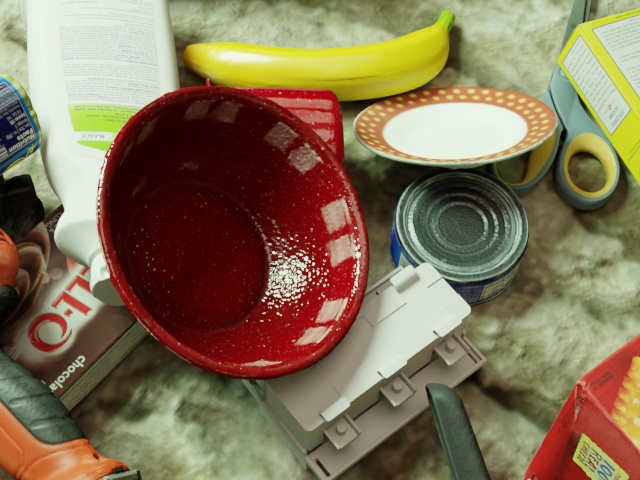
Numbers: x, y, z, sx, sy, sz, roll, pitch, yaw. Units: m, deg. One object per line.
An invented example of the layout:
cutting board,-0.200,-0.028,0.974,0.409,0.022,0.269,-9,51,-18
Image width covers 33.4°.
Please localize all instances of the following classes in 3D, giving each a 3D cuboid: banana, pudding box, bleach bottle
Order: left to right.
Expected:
pudding box,-0.153,0.041,0.637,0.090,0.039,0.113,35,65,16
bleach bottle,-0.136,-0.070,0.659,0.102,0.068,0.251,-1,51,-12
banana,0.007,-0.121,0.736,0.197,0.037,0.070,-8,34,-9

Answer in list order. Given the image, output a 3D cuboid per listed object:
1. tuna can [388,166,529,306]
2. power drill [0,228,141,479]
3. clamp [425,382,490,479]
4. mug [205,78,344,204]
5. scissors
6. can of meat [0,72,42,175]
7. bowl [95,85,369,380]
tuna can,0.087,-0.004,0.672,0.086,0.034,0.086,1,61,-1
power drill,-0.199,0.107,0.569,0.184,0.057,0.188,-43,76,9
clamp,0.087,0.161,0.569,0.171,0.039,0.120,33,87,7
mug,-0.030,-0.042,0.663,0.081,0.093,0.117,-1,75,-8
scissors,0.184,-0.098,0.738,0.096,0.016,0.201,30,65,12
can of meat,-0.223,-0.053,0.612,0.102,0.057,0.083,-3,29,35
bowl,-0.054,0.001,0.577,0.161,0.055,0.162,12,66,-29
